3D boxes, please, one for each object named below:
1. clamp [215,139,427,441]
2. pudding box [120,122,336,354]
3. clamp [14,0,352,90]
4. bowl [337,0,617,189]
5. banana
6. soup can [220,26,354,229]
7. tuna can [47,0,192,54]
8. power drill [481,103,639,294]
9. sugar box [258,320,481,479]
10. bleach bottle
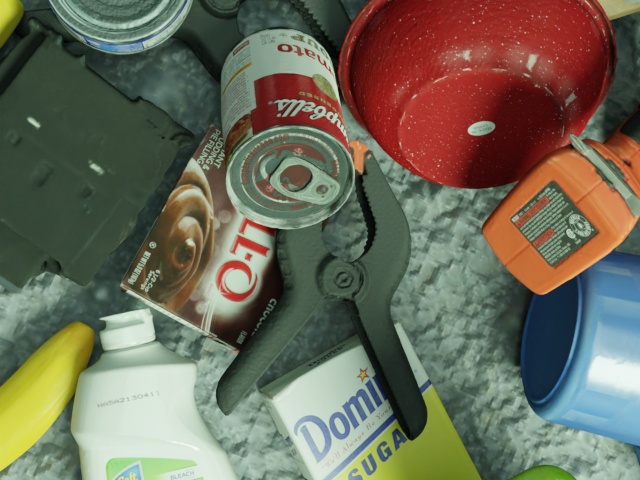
[{"bbox_3d":[0.019,0.032,0.613,0.120,0.039,0.171,19,82,-13],"label":"clamp"},{"bbox_3d":[-0.054,0.001,0.636,0.090,0.039,0.113,30,82,-9],"label":"pudding box"},{"bbox_3d":[-0.068,-0.142,0.642,0.210,0.036,0.164,36,88,-9],"label":"clamp"},{"bbox_3d":[0.090,-0.080,0.608,0.162,0.162,0.055,13,48,-11],"label":"bowl"},{"bbox_3d":[-0.213,0.111,0.600,0.197,0.037,0.069,-21,92,-12],"label":"banana"},{"bbox_3d":[-0.021,-0.064,0.593,0.068,0.102,0.068,-4,132,-4],"label":"soup can"},{"bbox_3d":[-0.114,-0.150,0.601,0.086,0.034,0.086,0,91,-6],"label":"tuna can"},{"bbox_3d":[0.177,-0.050,0.598,0.187,0.185,0.057,-38,80,-25],"label":"power drill"},{"bbox_3d":[0.045,0.146,0.645,0.093,0.048,0.176,-29,95,-13],"label":"sugar box"},{"bbox_3d":[-0.078,0.162,0.609,0.102,0.068,0.251,-12,89,-11],"label":"bleach bottle"}]
